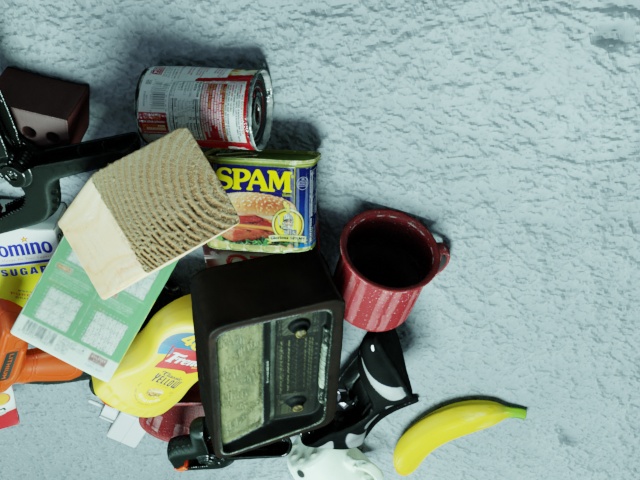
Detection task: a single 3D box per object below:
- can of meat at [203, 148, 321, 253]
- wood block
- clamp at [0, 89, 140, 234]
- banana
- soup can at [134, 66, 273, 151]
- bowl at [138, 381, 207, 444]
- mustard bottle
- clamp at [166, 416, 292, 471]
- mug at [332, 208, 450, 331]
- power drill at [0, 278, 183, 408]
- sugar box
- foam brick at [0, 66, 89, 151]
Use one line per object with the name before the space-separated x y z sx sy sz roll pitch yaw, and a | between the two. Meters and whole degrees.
can of meat | -0.052 -0.036 0.945 0.102 0.057 0.084 4 104 11
wood block | -0.154 -0.017 0.918 0.090 0.090 0.206 60 158 -3
clamp | -0.252 -0.066 0.933 0.164 0.036 0.210 27 136 -5
banana | 0.136 0.221 1.200 0.069 0.037 0.198 37 133 -21
soup can | -0.097 -0.112 0.898 0.102 0.068 0.068 4 136 12
bowl | -0.123 0.189 1.211 0.162 0.055 0.162 3 152 1
mustard bottle | -0.136 0.104 1.076 0.192 0.058 0.096 -40 135 22
clamp | -0.110 0.232 1.191 0.120 0.039 0.172 20 154 -18
mug | 0.066 0.029 0.994 0.117 0.093 0.082 -14 148 -23
power drill | -0.250 0.106 1.117 0.187 0.057 0.185 7 127 -31
sugar box | -0.299 0.035 1.124 0.093 0.048 0.176 4 138 8
foam brick | -0.251 -0.113 0.953 0.078 0.051 0.053 13 138 2
